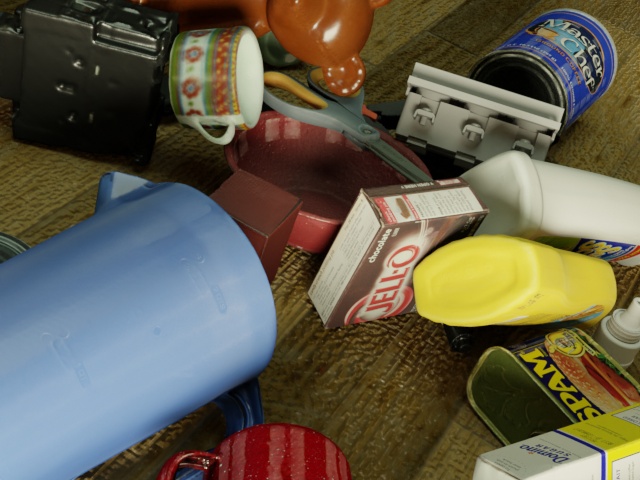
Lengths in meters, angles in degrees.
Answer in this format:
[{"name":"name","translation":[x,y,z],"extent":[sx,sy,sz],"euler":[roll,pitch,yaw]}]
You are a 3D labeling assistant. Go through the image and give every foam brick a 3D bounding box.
[{"name":"foam brick","translation":[-0.055,0.001,0.729],"extent":[0.051,0.078,0.052],"euler":[30,39,10]}]

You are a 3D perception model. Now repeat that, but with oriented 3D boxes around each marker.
[{"name":"marker","translation":[0.088,0.037,0.796],"extent":[0.020,0.020,0.121],"euler":[3,40,-21]}]

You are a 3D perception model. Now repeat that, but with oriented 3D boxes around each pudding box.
[{"name":"pudding box","translation":[0.051,0.009,0.737],"extent":[0.089,0.114,0.039],"euler":[-9,52,-32]}]

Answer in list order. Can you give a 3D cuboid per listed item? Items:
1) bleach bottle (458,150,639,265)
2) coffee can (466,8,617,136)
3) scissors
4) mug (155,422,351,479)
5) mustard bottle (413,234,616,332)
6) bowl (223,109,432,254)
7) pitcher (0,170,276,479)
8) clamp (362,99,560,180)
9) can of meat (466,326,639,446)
[{"name":"bleach bottle","translation":[0.220,-0.016,0.842],"extent":[0.250,0.103,0.068],"euler":[4,71,-32]},{"name":"coffee can","translation":[0.211,-0.153,1.016],"extent":[0.103,0.103,0.140],"euler":[33,39,16]},{"name":"scissors","translation":[0.040,-0.090,0.837],"extent":[0.202,0.016,0.096],"euler":[30,39,22]},{"name":"mug","translation":[-0.033,0.145,0.548],"extent":[0.117,0.093,0.081],"euler":[26,30,-18]},{"name":"mustard bottle","translation":[0.155,0.035,0.760],"extent":[0.191,0.096,0.058],"euler":[10,69,-51]},{"name":"bowl","translation":[0.001,-0.037,0.812],"extent":[0.162,0.055,0.162],"euler":[11,33,-7]},{"name":"pitcher","translation":[-0.143,0.078,0.567],"extent":[0.149,0.145,0.242],"euler":[29,40,31]},{"name":"clamp","translation":[0.107,-0.065,0.903],"extent":[0.171,0.039,0.120],"euler":[14,59,12]},{"name":"can of meat","translation":[0.163,0.109,0.711],"extent":[0.083,0.057,0.102],"euler":[-12,48,-39]}]
